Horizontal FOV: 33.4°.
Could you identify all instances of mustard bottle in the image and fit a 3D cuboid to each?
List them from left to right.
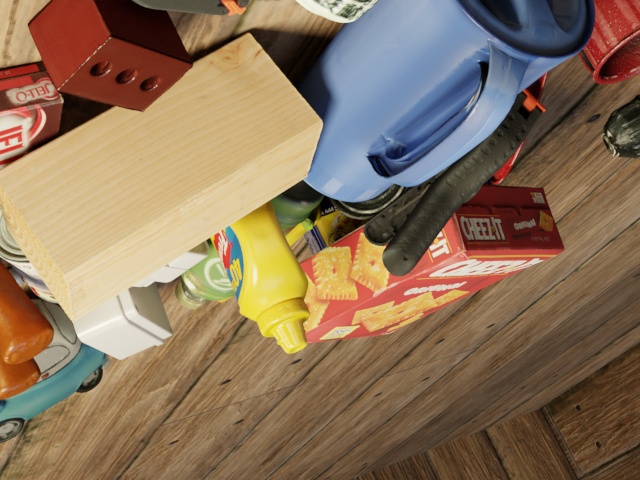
[{"bbox_3d":[-0.056,0.001,0.846,0.058,0.192,0.096,-19,159,-18],"label":"mustard bottle"}]

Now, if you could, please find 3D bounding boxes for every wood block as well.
[{"bbox_3d":[-0.111,-0.045,0.747,0.205,0.091,0.090,-34,165,-21],"label":"wood block"}]

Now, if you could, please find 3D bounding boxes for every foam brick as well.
[{"bbox_3d":[-0.128,-0.120,0.658,0.053,0.051,0.078,-36,158,26],"label":"foam brick"}]

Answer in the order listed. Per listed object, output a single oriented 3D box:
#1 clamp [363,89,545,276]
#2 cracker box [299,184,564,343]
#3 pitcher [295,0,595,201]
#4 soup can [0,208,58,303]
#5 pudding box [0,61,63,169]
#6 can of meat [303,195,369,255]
[{"bbox_3d":[0.095,-0.046,0.806,0.171,0.039,0.120,-46,-162,-4],"label":"clamp"},{"bbox_3d":[0.086,0.024,0.963,0.214,0.072,0.163,-30,161,39],"label":"cracker box"},{"bbox_3d":[0.067,-0.116,0.764,0.149,0.145,0.243,-30,173,-39],"label":"pitcher"},{"bbox_3d":[-0.216,0.002,0.841,0.068,0.068,0.102,-24,160,-5],"label":"soup can"},{"bbox_3d":[-0.223,-0.064,0.705,0.089,0.039,0.114,-17,159,-27],"label":"pudding box"},{"bbox_3d":[0.035,-0.009,1.094,0.102,0.084,0.057,-22,160,-11],"label":"can of meat"}]
